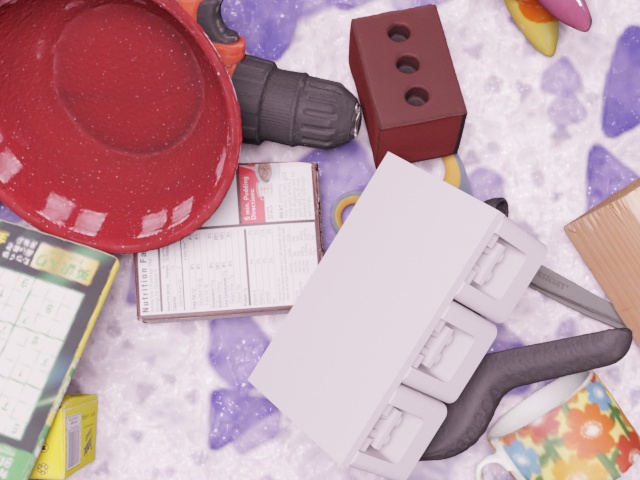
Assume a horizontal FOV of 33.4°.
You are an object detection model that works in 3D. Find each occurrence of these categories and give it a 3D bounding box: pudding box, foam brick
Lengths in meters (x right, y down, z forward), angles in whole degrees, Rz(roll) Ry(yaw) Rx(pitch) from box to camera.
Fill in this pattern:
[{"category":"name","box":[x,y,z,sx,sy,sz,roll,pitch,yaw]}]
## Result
[{"category":"pudding box","box":[-0.054,0.001,0.630,0.113,0.039,0.090,-4,84,0]},{"category":"foam brick","box":[0.050,-0.090,0.625,0.053,0.051,0.078,-12,66,-4]}]

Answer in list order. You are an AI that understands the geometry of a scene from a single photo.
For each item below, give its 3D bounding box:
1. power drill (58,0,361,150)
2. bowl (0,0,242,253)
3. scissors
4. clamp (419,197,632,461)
[{"category":"power drill","box":[-0.060,-0.141,0.585,0.184,0.057,0.188,11,123,6]},{"category":"bowl","box":[-0.113,-0.075,0.572,0.162,0.055,0.162,6,119,11]},{"category":"scissors","box":[0.108,-0.010,0.647,0.201,0.016,0.096,13,84,-1]},{"category":"clamp","box":[0.078,0.059,0.612,0.172,0.039,0.120,-37,54,15]}]
